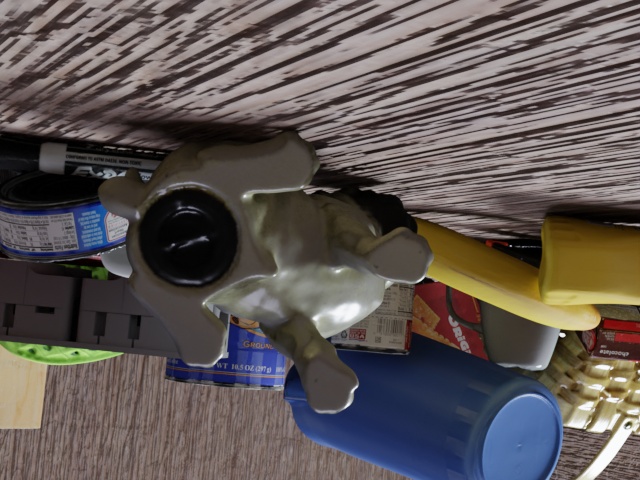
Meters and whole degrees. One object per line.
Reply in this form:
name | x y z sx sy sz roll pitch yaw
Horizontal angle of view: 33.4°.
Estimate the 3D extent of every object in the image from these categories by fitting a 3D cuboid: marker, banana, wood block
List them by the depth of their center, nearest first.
marker | -0.122 -0.043 0.590 0.121 0.020 0.020 6 175 -9
banana | 0.116 0.020 0.765 0.198 0.037 0.069 24 -169 1
wood block | -0.328 0.078 1.059 0.091 0.206 0.090 2 174 35

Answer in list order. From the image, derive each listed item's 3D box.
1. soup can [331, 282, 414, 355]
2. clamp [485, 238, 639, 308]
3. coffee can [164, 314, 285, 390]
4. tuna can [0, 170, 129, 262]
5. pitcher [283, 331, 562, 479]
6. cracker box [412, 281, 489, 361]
soup can | 0.045 0.042 0.890 0.068 0.102 0.068 5 175 0
clamp | 0.210 0.023 0.844 0.171 0.039 0.120 14 -171 1
coffee can | -0.076 0.053 0.916 0.103 0.140 0.103 5 175 0
tuna can | -0.145 -0.018 0.618 0.086 0.034 0.086 -4 -160 1
pitcher | 0.097 0.146 0.938 0.243 0.149 0.145 12 143 54
cracker box | 0.129 0.129 1.147 0.213 0.164 0.072 -8 164 -28
